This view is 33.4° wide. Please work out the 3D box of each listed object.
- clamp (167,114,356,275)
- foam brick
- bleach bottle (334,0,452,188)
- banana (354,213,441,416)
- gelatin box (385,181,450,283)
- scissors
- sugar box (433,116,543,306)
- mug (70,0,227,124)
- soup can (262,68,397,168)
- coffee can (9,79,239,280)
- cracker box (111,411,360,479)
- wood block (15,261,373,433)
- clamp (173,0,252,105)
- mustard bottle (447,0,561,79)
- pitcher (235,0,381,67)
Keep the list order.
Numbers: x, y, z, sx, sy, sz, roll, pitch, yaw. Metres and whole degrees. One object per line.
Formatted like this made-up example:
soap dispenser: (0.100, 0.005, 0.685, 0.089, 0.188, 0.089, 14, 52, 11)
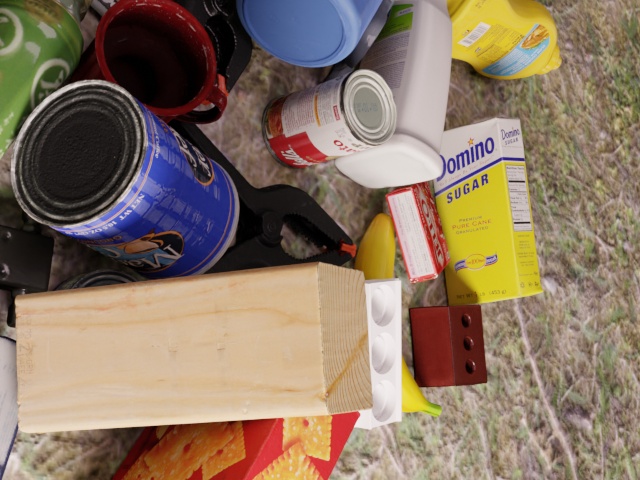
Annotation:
clamp: (-0.056, 0.001, 0.888, 0.209, 0.036, 0.164, 22, 64, -37)
foam brick: (0.123, 0.101, 1.027, 0.052, 0.051, 0.078, 2, 81, -43)
bleach bottle: (0.086, -0.176, 1.008, 0.068, 0.103, 0.250, 32, 62, -38)
banana: (0.060, 0.076, 0.984, 0.069, 0.037, 0.198, -14, 92, -49)
gelatin box: (0.095, -0.011, 1.016, 0.073, 0.030, 0.089, -32, 106, -70)
scissors: (0.064, -0.224, 0.977, 0.016, 0.096, 0.202, 33, 88, -8)
sugar box: (0.162, -0.027, 1.059, 0.048, 0.094, 0.176, -6, 85, -44)
mug: (-0.126, -0.119, 0.802, 0.117, 0.082, 0.093, 22, 65, -24)
soup can: (0.008, -0.105, 0.923, 0.068, 0.102, 0.068, 10, 76, -42)
coffee can: (-0.132, -0.037, 0.745, 0.140, 0.103, 0.103, 39, 53, -63)
cracker box: (-0.088, 0.188, 0.737, 0.072, 0.165, 0.213, 48, 53, -24)
wood block: (-0.080, 0.071, 0.676, 0.090, 0.206, 0.090, 17, 68, -69)
clamp: (-0.100, -0.201, 0.886, 0.120, 0.039, 0.171, 17, 64, -33)
mustard bottle: (0.191, -0.215, 1.119, 0.191, 0.096, 0.058, 15, 46, -41)
pitcher: (0.018, -0.259, 0.934, 0.149, 0.145, 0.242, 40, 52, -22)
